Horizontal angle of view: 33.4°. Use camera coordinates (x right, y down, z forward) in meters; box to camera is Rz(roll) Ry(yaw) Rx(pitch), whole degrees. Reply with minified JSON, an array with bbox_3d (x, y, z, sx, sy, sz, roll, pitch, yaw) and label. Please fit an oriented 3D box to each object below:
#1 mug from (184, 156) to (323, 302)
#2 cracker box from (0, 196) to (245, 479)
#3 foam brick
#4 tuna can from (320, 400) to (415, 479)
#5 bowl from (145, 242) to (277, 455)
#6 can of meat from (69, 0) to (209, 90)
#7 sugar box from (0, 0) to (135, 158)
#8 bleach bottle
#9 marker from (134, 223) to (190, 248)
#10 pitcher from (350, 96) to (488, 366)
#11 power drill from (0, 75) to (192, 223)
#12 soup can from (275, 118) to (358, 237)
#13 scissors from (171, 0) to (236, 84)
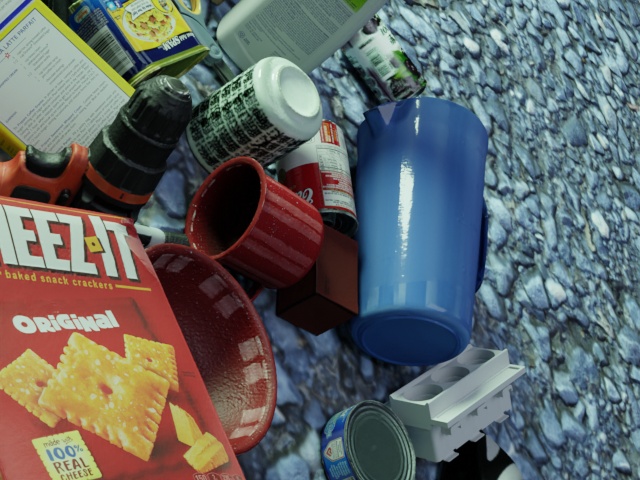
[{"bbox_3d":[-0.056,0.001,0.877,0.081,0.093,0.117,31,76,-40],"label":"mug"},{"bbox_3d":[-0.147,0.075,0.599,0.163,0.072,0.214,11,43,-50],"label":"cracker box"},{"bbox_3d":[-0.002,0.033,0.938,0.053,0.051,0.078,30,46,-33],"label":"foam brick"},{"bbox_3d":[0.040,0.181,0.902,0.086,0.034,0.086,28,47,-35],"label":"tuna can"},{"bbox_3d":[-0.103,0.086,0.773,0.162,0.055,0.162,37,39,-37],"label":"bowl"},{"bbox_3d":[-0.155,-0.171,0.892,0.084,0.058,0.101,55,36,-3],"label":"can of meat"},{"bbox_3d":[-0.217,-0.121,0.756,0.176,0.048,0.093,44,70,-10],"label":"sugar box"},{"bbox_3d":[0.020,-0.231,0.972,0.102,0.251,0.068,43,40,-22],"label":"bleach bottle"},{"bbox_3d":[-0.149,-0.007,0.819,0.120,0.020,0.020,16,55,-43],"label":"marker"},{"bbox_3d":[0.099,-0.003,1.021,0.149,0.145,0.242,8,56,-1],"label":"pitcher"},{"bbox_3d":[-0.195,-0.056,0.680,0.187,0.185,0.057,23,29,-29],"label":"power drill"},{"bbox_3d":[-0.006,-0.053,0.977,0.068,0.069,0.102,19,53,-41],"label":"soup can"},{"bbox_3d":[-0.116,-0.175,0.974,0.096,0.016,0.202,-20,82,-51],"label":"scissors"}]
